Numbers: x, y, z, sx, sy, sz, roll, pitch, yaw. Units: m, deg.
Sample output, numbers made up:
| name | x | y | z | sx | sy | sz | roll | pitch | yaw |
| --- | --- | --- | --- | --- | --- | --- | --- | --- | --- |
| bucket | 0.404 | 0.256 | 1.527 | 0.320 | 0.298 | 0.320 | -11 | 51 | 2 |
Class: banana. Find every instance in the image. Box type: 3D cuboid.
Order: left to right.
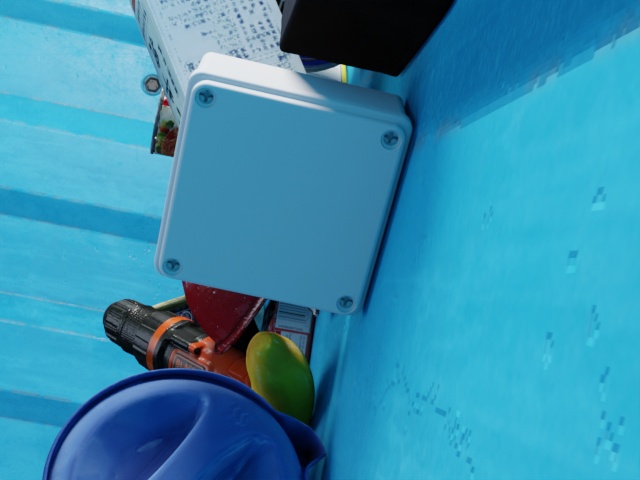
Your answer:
| name | x | y | z | sx | sy | sz | roll | pitch | yaw |
| --- | --- | --- | --- | --- | --- | --- | --- | --- | --- |
| banana | -0.039 | 0.115 | 0.649 | 0.037 | 0.069 | 0.198 | 54 | 138 | 26 |

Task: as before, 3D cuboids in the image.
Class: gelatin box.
| name | x | y | z | sx | sy | sz | roll | pitch | yaw |
| --- | --- | --- | --- | --- | --- | --- | --- | --- | --- |
| gelatin box | -0.028 | 0.080 | 0.740 | 0.073 | 0.030 | 0.089 | 117 | 163 | -64 |

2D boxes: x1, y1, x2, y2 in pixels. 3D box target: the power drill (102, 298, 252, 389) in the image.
| name | x | y | z | sx | sy | sz | roll | pitch | yaw |
| --- | --- | --- | --- | --- | --- | --- | --- | --- | --- |
| power drill | -0.123 | 0.154 | 0.856 | 0.057 | 0.185 | 0.188 | -2 | -70 | -51 |

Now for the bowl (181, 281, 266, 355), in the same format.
| name | x | y | z | sx | sy | sz | roll | pitch | yaw |
| --- | --- | --- | --- | --- | --- | --- | --- | --- | --- |
| bowl | -0.055 | 0.001 | 0.775 | 0.162 | 0.055 | 0.162 | -56 | 9 | 13 |

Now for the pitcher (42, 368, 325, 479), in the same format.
| name | x | y | z | sx | sy | sz | roll | pitch | yaw |
| --- | --- | --- | --- | --- | --- | --- | --- | --- | --- |
| pitcher | -0.094 | 0.194 | 0.615 | 0.243 | 0.149 | 0.145 | 101 | -172 | -50 |

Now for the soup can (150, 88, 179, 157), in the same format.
| name | x | y | z | sx | sy | sz | roll | pitch | yaw |
| --- | --- | --- | --- | --- | --- | --- | --- | --- | --- |
| soup can | -0.086 | -0.096 | 0.895 | 0.068 | 0.102 | 0.068 | -170 | 91 | -83 |
